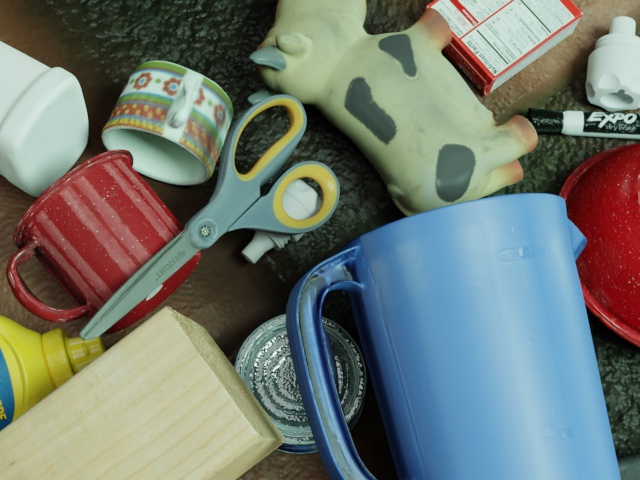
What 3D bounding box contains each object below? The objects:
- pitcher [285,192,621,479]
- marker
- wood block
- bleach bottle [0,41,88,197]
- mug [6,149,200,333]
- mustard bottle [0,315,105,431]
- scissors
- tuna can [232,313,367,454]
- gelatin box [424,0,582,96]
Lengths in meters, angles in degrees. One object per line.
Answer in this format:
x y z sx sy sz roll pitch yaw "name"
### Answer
0.087 0.105 0.582 0.149 0.144 0.243 -17 76 23 "pitcher"
0.198 -0.080 0.737 0.121 0.020 0.020 3 72 0 "marker"
-0.133 0.139 0.602 0.206 0.091 0.090 -37 76 -2 "wood block"
-0.273 -0.126 0.700 0.251 0.103 0.068 32 69 8 "bleach bottle"
-0.137 0.009 0.661 0.081 0.093 0.117 49 50 9 "mug"
-0.225 0.096 0.651 0.191 0.058 0.096 -18 78 -7 "mustard bottle"
-0.054 0.001 0.646 0.096 0.016 0.201 41 66 -25 "scissors"
-0.013 0.089 0.669 0.086 0.034 0.086 0 72 -1 "tuna can"
0.127 -0.156 0.756 0.089 0.030 0.073 -37 77 -12 "gelatin box"
